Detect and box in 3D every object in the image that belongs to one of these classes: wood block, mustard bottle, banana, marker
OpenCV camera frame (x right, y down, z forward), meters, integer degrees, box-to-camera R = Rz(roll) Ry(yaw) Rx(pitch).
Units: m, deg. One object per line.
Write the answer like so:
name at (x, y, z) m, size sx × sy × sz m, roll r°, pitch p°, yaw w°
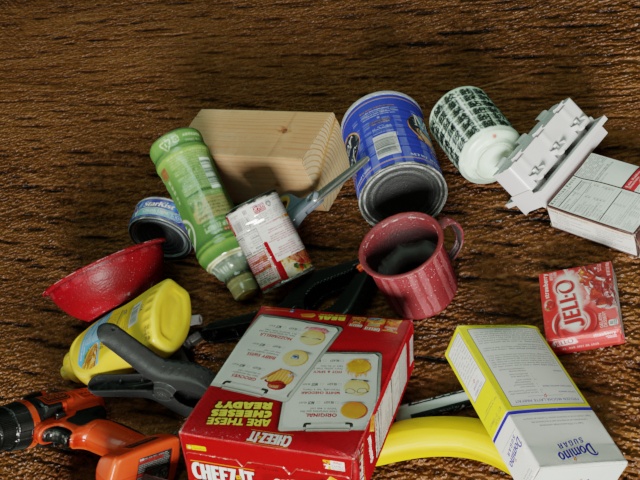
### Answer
wood block at (-0.074, -0.105, 1.360) m, size 0.206 × 0.090 × 0.090 m, roll 6°, pitch 51°, yaw 33°
mustard bottle at (-0.233, 0.120, 1.224) m, size 0.192 × 0.058 × 0.096 m, roll -28°, pitch 37°, yaw 32°
banana at (0.117, 0.193, 0.991) m, size 0.198 × 0.037 × 0.069 m, roll 3°, pitch 36°, yaw 28°
marker at (0.131, 0.157, 1.040) m, size 0.121 × 0.020 × 0.020 m, roll -16°, pitch 43°, yaw 14°

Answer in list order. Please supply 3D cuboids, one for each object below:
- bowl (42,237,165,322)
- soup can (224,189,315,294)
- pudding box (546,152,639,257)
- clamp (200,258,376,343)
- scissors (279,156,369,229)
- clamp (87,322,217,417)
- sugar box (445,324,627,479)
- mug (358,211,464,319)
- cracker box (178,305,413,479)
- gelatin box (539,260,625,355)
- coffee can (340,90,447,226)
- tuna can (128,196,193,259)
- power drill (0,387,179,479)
bowl at (-0.249, 0.055, 1.287) m, size 0.162 × 0.055 × 0.162 m, roll -26°, pitch -4°, yaw -2°
soup can at (-0.058, 0.001, 1.219) m, size 0.068 × 0.102 × 0.068 m, roll -27°, pitch -1°, yaw -1°
pudding box at (0.309, -0.039, 1.123) m, size 0.114 × 0.039 × 0.090 m, roll 23°, pitch 63°, yaw 44°
clamp at (-0.029, 0.087, 1.185) m, size 0.210 × 0.036 × 0.165 m, roll -41°, pitch 43°, yaw -12°
scissors at (-0.013, -0.055, 1.264) m, size 0.202 × 0.016 × 0.096 m, roll -45°, pitch 28°, yaw 25°
clamp at (-0.168, 0.143, 1.135) m, size 0.171 × 0.120 × 0.039 m, roll 12°, pitch 53°, yaw 3°
sugar box at (0.190, 0.150, 0.964) m, size 0.093 × 0.048 × 0.176 m, roll 1°, pitch 40°, yaw -22°
mug at (0.106, 0.022, 1.139) m, size 0.117 × 0.081 × 0.093 m, roll -41°, pitch 43°, yaw -12°
cracker box at (-0.014, 0.151, 1.009) m, size 0.164 × 0.072 × 0.213 m, roll 4°, pitch 31°, yaw 18°
gelatin box at (0.257, 0.066, 1.052) m, size 0.073 × 0.030 × 0.089 m, roll -12°, pitch 44°, yaw 19°
coffee can at (0.084, -0.094, 1.251) m, size 0.103 × 0.102 × 0.140 m, roll -21°, pitch 42°, yaw 9°
tuna can at (-0.197, -0.014, 1.340) m, size 0.086 × 0.086 × 0.033 m, roll -4°, pitch 49°, yaw 25°
power drill at (-0.255, 0.210, 1.109) m, size 0.188 × 0.057 × 0.184 m, roll 18°, pitch 16°, yaw 33°
